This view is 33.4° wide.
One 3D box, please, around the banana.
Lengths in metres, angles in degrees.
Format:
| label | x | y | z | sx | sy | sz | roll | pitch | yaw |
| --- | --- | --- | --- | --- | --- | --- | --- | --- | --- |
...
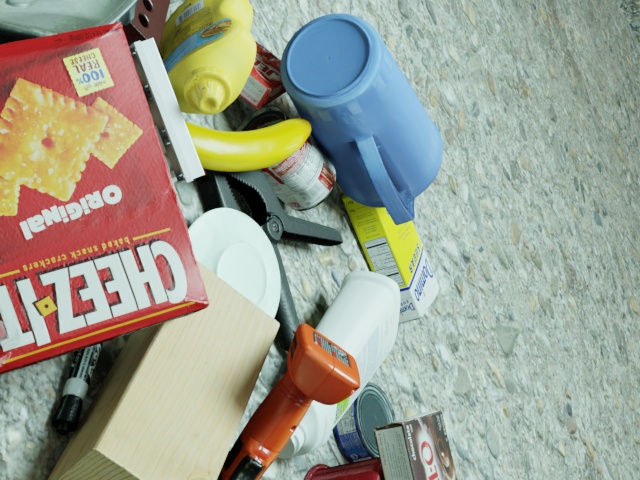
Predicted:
| label | x | y | z | sx | sy | sz | roll | pitch | yaw |
| --- | --- | --- | --- | --- | --- | --- | --- | --- | --- |
| banana | -0.086 | -0.097 | 1.006 | 0.197 | 0.037 | 0.069 | 6 | 72 | -35 |

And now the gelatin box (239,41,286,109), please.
| label | x | y | z | sx | sy | sz | roll | pitch | yaw |
| --- | --- | --- | --- | --- | --- | --- | --- | --- | --- |
| gelatin box | -0.076 | -0.181 | 1.110 | 0.089 | 0.030 | 0.073 | 38 | 30 | 5 |

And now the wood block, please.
| label | x | y | z | sx | sy | sz | roll | pitch | yaw |
| --- | --- | --- | --- | --- | --- | --- | --- | --- | --- |
| wood block | -0.116 | 0.125 | 0.809 | 0.090 | 0.090 | 0.206 | 39 | 37 | -14 |

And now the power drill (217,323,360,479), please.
| label | x | y | z | sx | sy | sz | roll | pitch | yaw |
| --- | --- | --- | --- | --- | --- | --- | --- | --- | --- |
| power drill | -0.045 | 0.160 | 0.805 | 0.057 | 0.188 | 0.184 | 36 | 5 | -7 |

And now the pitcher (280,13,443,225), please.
| label | x | y | z | sx | sy | sz | roll | pitch | yaw |
| --- | --- | --- | --- | --- | --- | --- | --- | --- | --- |
| pitcher | 0.047 | -0.130 | 1.150 | 0.145 | 0.149 | 0.242 | -59 | 154 | -9 |

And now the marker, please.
| label | x | y | z | sx | sy | sz | roll | pitch | yaw |
| --- | --- | --- | --- | --- | --- | --- | --- | --- | --- |
| marker | -0.180 | 0.094 | 0.810 | 0.020 | 0.020 | 0.121 | 49 | 35 | -36 |

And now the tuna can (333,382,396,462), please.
| label | x | y | z | sx | sy | sz | roll | pitch | yaw |
| --- | --- | --- | --- | --- | --- | --- | --- | --- | --- |
| tuna can | 0.048 | 0.197 | 1.141 | 0.086 | 0.034 | 0.086 | 38 | 42 | -46 |

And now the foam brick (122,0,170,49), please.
| label | x | y | z | sx | sy | sz | roll | pitch | yaw |
| --- | --- | --- | --- | --- | --- | --- | --- | --- | --- |
| foam brick | -0.175 | -0.204 | 0.964 | 0.053 | 0.051 | 0.078 | 45 | 38 | -41 |

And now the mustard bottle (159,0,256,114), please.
| label | x | y | z | sx | sy | sz | roll | pitch | yaw |
| --- | --- | --- | --- | --- | --- | --- | --- | --- | --- |
| mustard bottle | -0.103 | -0.165 | 0.967 | 0.058 | 0.096 | 0.191 | 52 | 15 | -30 |

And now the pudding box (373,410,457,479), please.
| label | x | y | z | sx | sy | sz | roll | pitch | yaw |
| --- | --- | --- | --- | --- | --- | --- | --- | --- | --- |
| pudding box | 0.097 | 0.226 | 1.027 | 0.089 | 0.039 | 0.113 | 1 | 73 | -61 |

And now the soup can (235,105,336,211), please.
| label | x | y | z | sx | sy | sz | roll | pitch | yaw |
| --- | --- | --- | --- | --- | --- | --- | --- | --- | --- |
| soup can | -0.037 | -0.085 | 1.124 | 0.102 | 0.069 | 0.068 | 44 | 39 | -42 |

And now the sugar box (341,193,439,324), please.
| label | x | y | z | sx | sy | sz | roll | pitch | yaw |
| --- | --- | --- | --- | --- | --- | --- | --- | --- | --- |
| sugar box | 0.089 | 0.005 | 1.319 | 0.176 | 0.048 | 0.093 | 64 | 28 | -12 |

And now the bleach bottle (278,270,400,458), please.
| label | x | y | z | sx | sy | sz | roll | pitch | yaw |
| --- | --- | --- | --- | --- | --- | --- | --- | --- | --- |
| bleach bottle | 0.010 | 0.128 | 1.065 | 0.250 | 0.068 | 0.102 | -48 | 144 | -57 |

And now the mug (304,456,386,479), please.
| label | x | y | z | sx | sy | sz | roll | pitch | yaw |
| --- | --- | --- | --- | --- | --- | --- | --- | --- | --- |
| mug | 0.034 | 0.257 | 1.029 | 0.117 | 0.082 | 0.093 | 0 | 74 | -61 |

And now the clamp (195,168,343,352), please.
| label | x | y | z | sx | sy | sz | roll | pitch | yaw |
| --- | --- | --- | --- | --- | --- | --- | --- | --- | --- |
| clamp | -0.057 | 0.001 | 1.068 | 0.209 | 0.036 | 0.164 | 45 | 44 | -34 |

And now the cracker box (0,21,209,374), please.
| label | x | y | z | sx | sy | sz | roll | pitch | yaw |
| --- | --- | --- | --- | --- | --- | --- | --- | --- | --- |
| cracker box | -0.188 | -0.029 | 0.736 | 0.163 | 0.072 | 0.214 | -17 | 88 | -28 |
